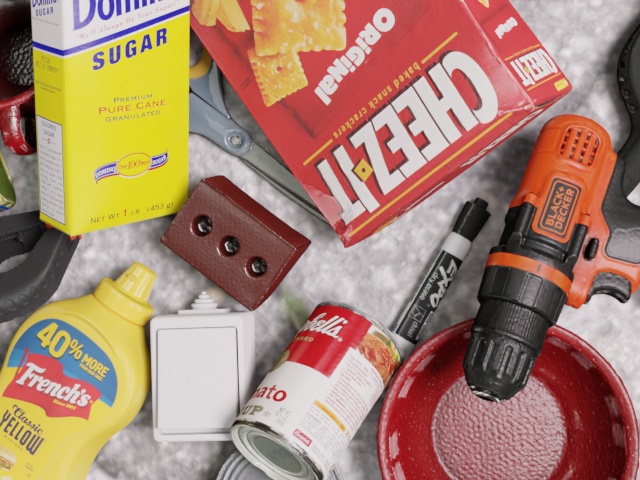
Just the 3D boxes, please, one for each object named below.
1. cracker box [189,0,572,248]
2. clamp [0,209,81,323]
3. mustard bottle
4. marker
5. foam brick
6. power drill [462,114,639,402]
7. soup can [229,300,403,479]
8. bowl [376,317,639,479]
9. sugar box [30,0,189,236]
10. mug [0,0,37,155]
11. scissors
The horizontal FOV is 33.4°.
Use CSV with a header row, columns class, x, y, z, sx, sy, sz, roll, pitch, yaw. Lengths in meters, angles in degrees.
class,x,y,z,sx,sy,sz,roll,pitch,yaw
cracker box,0.021,-0.127,0.656,0.164,0.072,0.214,-38,84,37
clamp,-0.238,0.030,0.698,0.120,0.039,0.171,33,58,20
mustard bottle,-0.168,0.098,0.705,0.096,0.058,0.191,34,90,15
marker,0.078,0.026,0.709,0.020,0.020,0.121,30,90,5
foam brick,-0.055,0.001,0.700,0.078,0.051,0.053,36,100,3
power drill,0.191,0.034,0.636,0.187,0.057,0.184,22,77,0
soup can,-0.002,0.097,0.667,0.068,0.069,0.102,35,60,5
bowl,0.117,0.127,0.685,0.162,0.055,0.162,0,88,4
sugar box,-0.128,-0.098,0.664,0.048,0.093,0.176,26,121,41
mug,-0.199,-0.114,0.704,0.093,0.081,0.117,-9,87,4
scissors,-0.055,-0.088,0.724,0.202,0.016,0.096,24,92,5
